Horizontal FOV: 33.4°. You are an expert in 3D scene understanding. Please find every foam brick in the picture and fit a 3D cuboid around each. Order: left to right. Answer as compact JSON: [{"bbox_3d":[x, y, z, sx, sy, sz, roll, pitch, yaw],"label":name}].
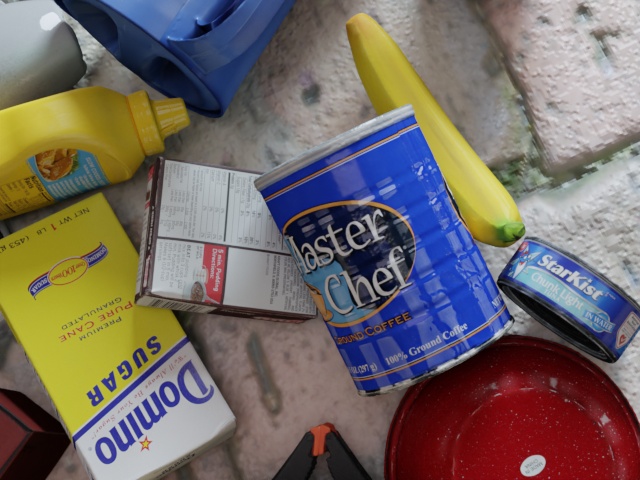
[{"bbox_3d":[-0.198,0.125,0.661,0.051,0.078,0.053,34,82,13],"label":"foam brick"}]

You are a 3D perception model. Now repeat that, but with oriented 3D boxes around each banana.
[{"bbox_3d":[0.075,-0.061,0.666,0.037,0.069,0.198,-26,59,-13],"label":"banana"}]

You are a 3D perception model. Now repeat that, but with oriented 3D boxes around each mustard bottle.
[{"bbox_3d":[-0.176,-0.054,0.670,0.191,0.096,0.058,-17,72,-4],"label":"mustard bottle"}]

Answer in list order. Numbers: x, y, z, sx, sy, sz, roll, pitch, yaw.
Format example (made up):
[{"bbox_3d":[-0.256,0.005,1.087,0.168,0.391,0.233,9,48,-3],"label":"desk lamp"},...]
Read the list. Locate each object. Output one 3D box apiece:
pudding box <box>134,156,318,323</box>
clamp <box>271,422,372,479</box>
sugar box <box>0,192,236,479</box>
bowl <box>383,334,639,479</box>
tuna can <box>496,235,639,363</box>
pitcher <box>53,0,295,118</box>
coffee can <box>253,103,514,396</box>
[{"bbox_3d":[-0.054,0.001,0.667,0.113,0.039,0.090,9,78,-20],"label":"pudding box"},{"bbox_3d":[-0.009,0.199,0.642,0.120,0.039,0.171,-8,80,-1],"label":"clamp"},{"bbox_3d":[-0.135,0.066,0.669,0.093,0.048,0.176,-29,74,-19],"label":"sugar box"},{"bbox_3d":[0.119,0.133,0.621,0.162,0.055,0.162,0,79,0],"label":"bowl"},{"bbox_3d":[0.147,0.035,0.630,0.086,0.086,0.034,36,87,12],"label":"tuna can"},{"bbox_3d":[-0.045,-0.207,0.678,0.149,0.145,0.243,33,82,11],"label":"pitcher"},{"bbox_3d":[0.037,0.005,0.624,0.103,0.103,0.140,-26,92,2],"label":"coffee can"}]
